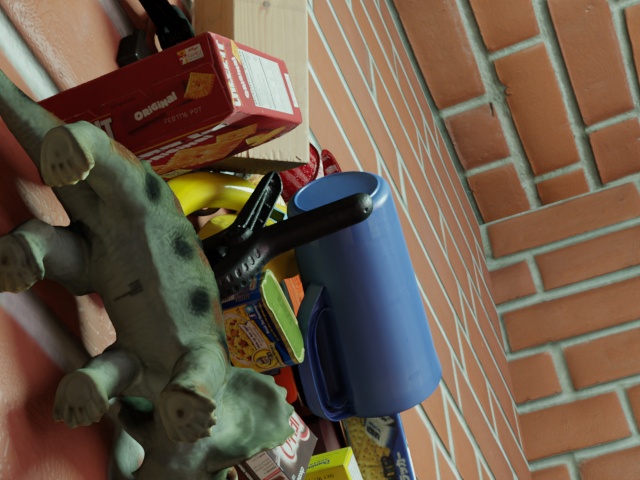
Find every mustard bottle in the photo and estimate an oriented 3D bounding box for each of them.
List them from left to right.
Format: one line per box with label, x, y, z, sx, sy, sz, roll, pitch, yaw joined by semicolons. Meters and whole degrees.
mustard bottle;-0.058;0.002;1.149;0.096;0.058;0.191;41;23;6

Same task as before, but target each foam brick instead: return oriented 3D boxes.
foam brick;-0.009;0.220;1.167;0.078;0.053;0.051;-1;74;-74

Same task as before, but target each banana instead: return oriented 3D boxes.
banana;-0.112;-0.041;1.050;0.197;0.070;0.037;-7;123;-56

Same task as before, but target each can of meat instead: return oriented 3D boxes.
can of meat;-0.072;0.084;1.024;0.057;0.084;0.102;-84;153;-57

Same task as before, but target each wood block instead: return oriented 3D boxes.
wood block;-0.070;-0.176;1.082;0.090;0.090;0.206;3;83;-31

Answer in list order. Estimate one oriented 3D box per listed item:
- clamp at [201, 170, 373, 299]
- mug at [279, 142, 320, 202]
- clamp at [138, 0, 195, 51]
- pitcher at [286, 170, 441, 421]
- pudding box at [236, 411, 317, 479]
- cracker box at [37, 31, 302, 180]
clamp;-0.073;0.002;0.977;0.165;0.209;0.036;27;-33;59
mug;-0.063;-0.094;1.294;0.081;0.093;0.117;46;63;-51
clamp;-0.153;-0.209;1.133;0.171;0.039;0.120;26;48;-77
pitcher;0.036;0.060;1.112;0.149;0.145;0.243;-97;173;-63
pudding box;-0.050;0.189;1.023;0.090;0.039;0.113;50;19;-7
cracker box;-0.121;-0.102;0.895;0.213;0.164;0.072;-17;87;-76
